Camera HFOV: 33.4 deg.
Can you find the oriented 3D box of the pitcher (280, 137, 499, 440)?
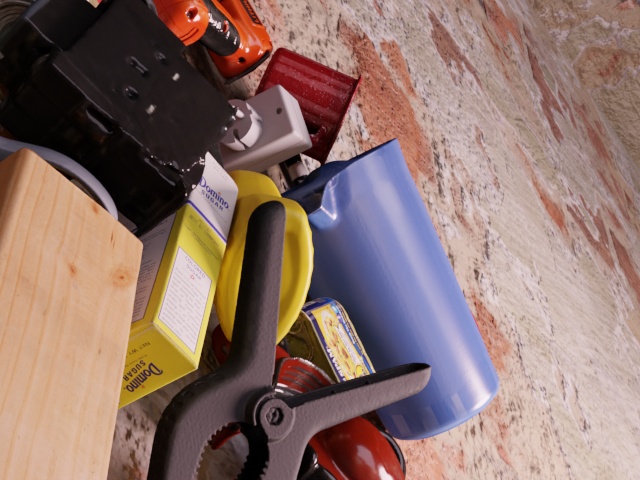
[{"bbox_3d":[0.059,0.041,0.928,0.149,0.145,0.243,-30,96,-27],"label":"pitcher"}]

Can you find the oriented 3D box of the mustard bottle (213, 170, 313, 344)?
[{"bbox_3d":[-0.055,0.001,0.757,0.058,0.096,0.192,8,12,-16],"label":"mustard bottle"}]

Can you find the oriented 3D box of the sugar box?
[{"bbox_3d":[-0.106,0.023,0.647,0.048,0.093,0.176,51,26,-25],"label":"sugar box"}]

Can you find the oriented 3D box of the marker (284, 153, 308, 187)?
[{"bbox_3d":[-0.011,-0.042,1.001,0.020,0.020,0.121,4,61,-63],"label":"marker"}]

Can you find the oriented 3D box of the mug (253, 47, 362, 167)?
[{"bbox_3d":[-0.019,-0.117,0.958,0.081,0.093,0.117,24,34,-3],"label":"mug"}]

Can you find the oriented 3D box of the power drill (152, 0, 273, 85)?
[{"bbox_3d":[-0.120,-0.219,0.893,0.184,0.057,0.187,63,15,17],"label":"power drill"}]

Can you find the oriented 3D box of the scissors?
[{"bbox_3d":[-0.203,-0.048,0.569,0.201,0.096,0.016,34,30,-16],"label":"scissors"}]

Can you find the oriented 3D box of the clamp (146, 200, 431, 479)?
[{"bbox_3d":[-0.027,0.104,0.639,0.164,0.036,0.210,40,69,-23],"label":"clamp"}]

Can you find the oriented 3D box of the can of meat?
[{"bbox_3d":[-0.002,0.097,0.823,0.102,0.058,0.083,64,21,4],"label":"can of meat"}]

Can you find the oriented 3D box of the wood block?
[{"bbox_3d":[-0.156,0.066,0.502,0.090,0.091,0.206,44,29,-34],"label":"wood block"}]
